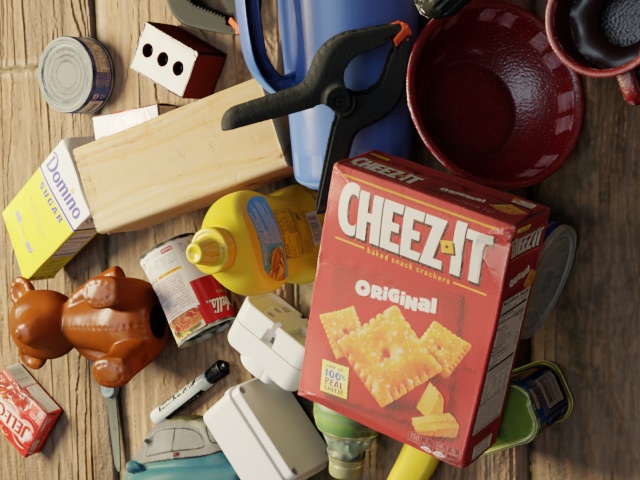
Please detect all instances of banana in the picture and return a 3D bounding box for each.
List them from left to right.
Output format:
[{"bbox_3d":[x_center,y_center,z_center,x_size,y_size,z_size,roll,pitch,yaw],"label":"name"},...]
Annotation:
[{"bbox_3d":[0.090,0.159,0.991,0.069,0.037,0.198,0,102,5],"label":"banana"}]

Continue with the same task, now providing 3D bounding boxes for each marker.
[{"bbox_3d":[-0.140,0.164,1.151,0.121,0.020,0.020,-39,76,29],"label":"marker"}]

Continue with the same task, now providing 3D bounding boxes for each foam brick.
[{"bbox_3d":[-0.146,-0.184,1.093,0.078,0.051,0.053,32,111,25],"label":"foam brick"}]

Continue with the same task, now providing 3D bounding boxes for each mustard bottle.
[{"bbox_3d":[-0.057,0.001,0.979,0.058,0.191,0.096,-17,87,32],"label":"mustard bottle"}]

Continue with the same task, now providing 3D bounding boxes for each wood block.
[{"bbox_3d":[-0.122,-0.080,1.043,0.206,0.090,0.090,-18,87,18],"label":"wood block"}]

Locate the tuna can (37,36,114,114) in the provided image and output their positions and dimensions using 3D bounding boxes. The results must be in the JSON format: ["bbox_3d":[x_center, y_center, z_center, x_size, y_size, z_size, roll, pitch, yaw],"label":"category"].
[{"bbox_3d":[-0.271,-0.183,1.181,0.086,0.033,0.086,4,98,31],"label":"tuna can"}]

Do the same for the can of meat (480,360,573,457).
[{"bbox_3d":[0.157,0.150,0.930,0.102,0.083,0.057,-26,83,31],"label":"can of meat"}]

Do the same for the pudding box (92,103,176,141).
[{"bbox_3d":[-0.193,-0.085,1.141,0.090,0.039,0.113,-6,93,31],"label":"pudding box"}]

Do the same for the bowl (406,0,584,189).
[{"bbox_3d":[0.137,-0.116,0.895,0.055,0.162,0.162,152,101,-70],"label":"bowl"}]

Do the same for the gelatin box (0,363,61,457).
[{"bbox_3d":[-0.360,0.205,1.285,0.089,0.030,0.073,42,115,21],"label":"gelatin box"}]

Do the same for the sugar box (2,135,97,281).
[{"bbox_3d":[-0.289,-0.032,1.176,0.177,0.048,0.093,-39,68,46],"label":"sugar box"}]

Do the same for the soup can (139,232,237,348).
[{"bbox_3d":[-0.138,0.052,1.108,0.069,0.068,0.102,-33,78,30],"label":"soup can"}]

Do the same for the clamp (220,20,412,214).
[{"bbox_3d":[0.017,-0.106,0.880,0.171,0.039,0.120,-37,113,9],"label":"clamp"}]

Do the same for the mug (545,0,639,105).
[{"bbox_3d":[0.239,-0.164,0.842,0.093,0.081,0.117,-19,87,31],"label":"mug"}]

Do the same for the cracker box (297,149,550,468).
[{"bbox_3d":[0.076,0.054,0.860,0.164,0.071,0.214,21,116,29],"label":"cracker box"}]

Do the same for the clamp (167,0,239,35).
[{"bbox_3d":[-0.134,-0.291,1.081,0.210,0.036,0.165,43,116,18],"label":"clamp"}]

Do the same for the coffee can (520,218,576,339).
[{"bbox_3d":[0.133,0.010,0.917,0.140,0.102,0.103,25,108,27],"label":"coffee can"}]

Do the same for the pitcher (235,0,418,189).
[{"bbox_3d":[0.016,-0.169,0.940,0.149,0.144,0.243,1,103,15],"label":"pitcher"}]

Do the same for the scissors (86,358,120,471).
[{"bbox_3d":[-0.255,0.157,1.221,0.096,0.016,0.202,14,102,27],"label":"scissors"}]
